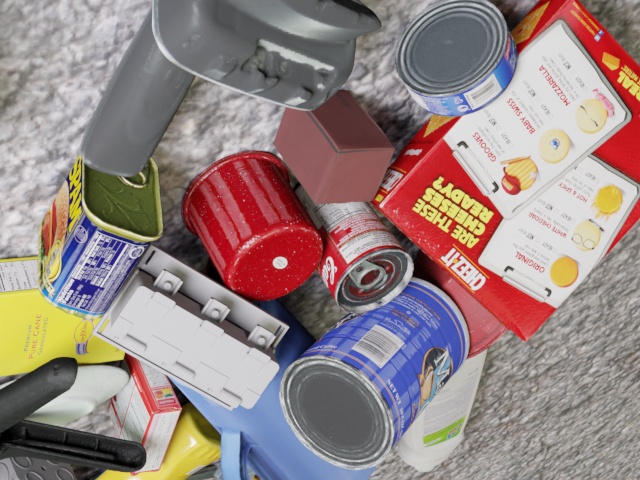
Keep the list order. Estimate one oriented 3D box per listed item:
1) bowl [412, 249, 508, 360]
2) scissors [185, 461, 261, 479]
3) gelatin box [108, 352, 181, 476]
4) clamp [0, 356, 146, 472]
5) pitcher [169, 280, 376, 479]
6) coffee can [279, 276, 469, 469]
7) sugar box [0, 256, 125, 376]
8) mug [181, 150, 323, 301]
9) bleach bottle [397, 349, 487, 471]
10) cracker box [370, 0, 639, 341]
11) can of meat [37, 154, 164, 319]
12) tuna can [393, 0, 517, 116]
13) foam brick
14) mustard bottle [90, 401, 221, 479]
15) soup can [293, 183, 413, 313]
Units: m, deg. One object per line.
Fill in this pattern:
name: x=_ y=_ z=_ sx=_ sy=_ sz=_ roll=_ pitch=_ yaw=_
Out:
bowl: x=0.128 y=0.025 z=0.948 sx=0.055 sy=0.162 sz=0.162 roll=33 pitch=112 yaw=-19
scissors: x=-0.085 y=0.225 z=1.104 sx=0.201 sy=0.016 sz=0.096 roll=12 pitch=123 yaw=-42
gelatin box: x=-0.153 y=0.147 z=0.923 sx=0.030 sy=0.073 sz=0.089 roll=-5 pitch=134 yaw=-30
clamp: x=-0.249 y=0.137 z=0.806 sx=0.210 sy=0.036 sz=0.164 roll=-2 pitch=144 yaw=3
pitcher: x=-0.045 y=0.144 z=0.943 sx=0.145 sy=0.149 sz=0.242 roll=-33 pitch=139 yaw=1
coffee can: x=0.047 y=0.105 z=0.871 sx=0.140 sy=0.103 sz=0.103 roll=-39 pitch=157 yaw=-49
sugar box: x=-0.229 y=0.058 z=0.795 sx=0.175 sy=0.048 sz=0.093 roll=-8 pitch=137 yaw=-30
mug: x=-0.055 y=0.001 z=0.823 sx=0.093 sy=0.081 sz=0.117 roll=8 pitch=127 yaw=-40
bleach bottle: x=0.116 y=0.182 z=1.160 sx=0.102 sy=0.068 sz=0.251 roll=-19 pitch=143 yaw=-17
cracker box: x=0.166 y=-0.057 z=0.831 sx=0.164 sy=0.072 sz=0.214 roll=42 pitch=91 yaw=-13
can of meat: x=-0.153 y=-0.009 z=0.729 sx=0.057 sy=0.102 sz=0.084 roll=20 pitch=123 yaw=-27
tuna can: x=0.099 y=-0.134 z=0.780 sx=0.086 sy=0.086 sz=0.033 roll=-37 pitch=144 yaw=6
foam brick: x=0.009 y=-0.070 z=0.794 sx=0.052 sy=0.078 sz=0.051 roll=-4 pitch=133 yaw=-32
mustard bottle: x=-0.175 y=0.227 z=1.003 sx=0.192 sy=0.058 sz=0.096 roll=-37 pitch=168 yaw=8
soup can: x=0.021 y=-0.001 z=0.857 sx=0.068 sy=0.102 sz=0.068 roll=-19 pitch=140 yaw=-17
